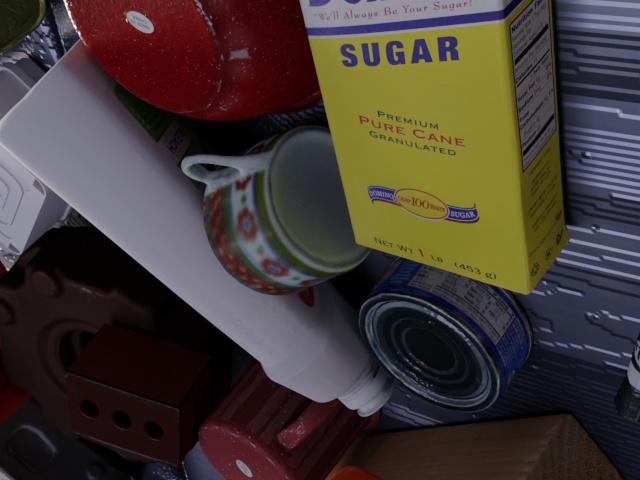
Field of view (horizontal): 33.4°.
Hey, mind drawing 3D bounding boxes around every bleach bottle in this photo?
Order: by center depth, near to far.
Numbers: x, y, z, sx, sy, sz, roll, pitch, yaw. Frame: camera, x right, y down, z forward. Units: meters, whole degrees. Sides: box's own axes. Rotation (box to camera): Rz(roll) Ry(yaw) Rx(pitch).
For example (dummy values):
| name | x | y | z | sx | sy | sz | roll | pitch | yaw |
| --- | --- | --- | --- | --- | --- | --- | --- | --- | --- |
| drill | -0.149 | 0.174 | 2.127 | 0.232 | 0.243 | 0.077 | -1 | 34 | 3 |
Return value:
| name | x | y | z | sx | sy | sz | roll | pitch | yaw |
| --- | --- | --- | --- | --- | --- | --- | --- | --- | --- |
| bleach bottle | -0.054 | 0.001 | 0.574 | 0.068 | 0.102 | 0.250 | -41 | 107 | 16 |

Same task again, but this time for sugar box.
| name | x | y | z | sx | sy | sz | roll | pitch | yaw |
| --- | --- | --- | --- | --- | --- | --- | --- | --- | --- |
| sugar box | 0.045 | -0.064 | 0.425 | 0.093 | 0.048 | 0.176 | 16 | 141 | 33 |

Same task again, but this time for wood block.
| name | x | y | z | sx | sy | sz | roll | pitch | yaw |
| --- | --- | --- | --- | --- | --- | --- | --- | --- | --- |
| wood block | 0.075 | 0.170 | 0.624 | 0.090 | 0.090 | 0.207 | 51 | 146 | -13 |

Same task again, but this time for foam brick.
| name | x | y | z | sx | sy | sz | roll | pitch | yaw |
| --- | --- | --- | --- | --- | --- | --- | --- | --- | --- |
| foam brick | -0.112 | 0.095 | 0.663 | 0.078 | 0.051 | 0.053 | 15 | 128 | 13 |

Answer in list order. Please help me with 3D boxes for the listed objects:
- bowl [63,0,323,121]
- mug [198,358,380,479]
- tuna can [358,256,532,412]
| name | x | y | z | sx | sy | sz | roll | pitch | yaw |
| --- | --- | --- | --- | --- | --- | --- | --- | --- | --- |
| bowl | -0.064 | -0.110 | 0.477 | 0.162 | 0.055 | 0.162 | 27 | 144 | 21 |
| mug | -0.017 | 0.112 | 0.660 | 0.093 | 0.081 | 0.117 | 45 | 147 | -5 |
| tuna can | 0.062 | 0.048 | 0.547 | 0.086 | 0.033 | 0.086 | 27 | 145 | 21 |
